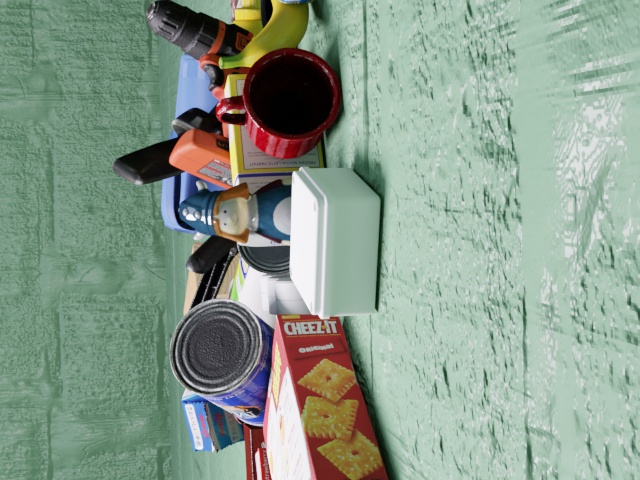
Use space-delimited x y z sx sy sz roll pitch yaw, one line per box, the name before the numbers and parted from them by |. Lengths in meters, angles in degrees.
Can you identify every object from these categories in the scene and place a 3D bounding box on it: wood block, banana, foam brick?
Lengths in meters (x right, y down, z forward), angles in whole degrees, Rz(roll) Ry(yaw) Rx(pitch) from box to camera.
wood block | -0.152 0.091 1.602 0.206 0.090 0.090 107 157 -57
banana | -0.045 -0.230 1.086 0.197 0.069 0.037 -73 1 -48
foam brick | -0.065 0.268 1.335 0.053 0.051 0.078 172 95 -77

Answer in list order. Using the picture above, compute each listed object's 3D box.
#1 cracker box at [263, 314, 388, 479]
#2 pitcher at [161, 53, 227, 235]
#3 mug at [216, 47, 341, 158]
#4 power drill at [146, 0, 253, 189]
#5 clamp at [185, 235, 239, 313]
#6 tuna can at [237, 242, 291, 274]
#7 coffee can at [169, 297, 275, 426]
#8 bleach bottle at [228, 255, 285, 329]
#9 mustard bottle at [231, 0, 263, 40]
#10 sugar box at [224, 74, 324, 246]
cracker box | 0.000 0.197 0.991 0.214 0.072 0.164 -106 19 -50
pitcher | -0.145 -0.129 1.434 0.149 0.145 0.243 -137 49 -72
mug | -0.043 -0.127 1.035 0.081 0.117 0.093 117 145 -75
power drill | -0.115 -0.159 1.162 0.057 0.184 0.187 -30 47 46
clamp | -0.116 0.009 1.293 0.165 0.036 0.209 107 -172 -50
tuna can | -0.048 -0.009 1.136 0.034 0.086 0.086 -112 23 -61
coffee can | -0.082 0.131 1.125 0.140 0.103 0.103 48 -150 -61
bleach bottle | -0.058 0.002 1.239 0.102 0.068 0.251 -93 14 -45
mustard bottle | -0.086 -0.211 1.329 0.096 0.058 0.192 -154 63 -66
sugar box | -0.045 -0.083 1.093 0.048 0.093 0.176 124 142 -71
